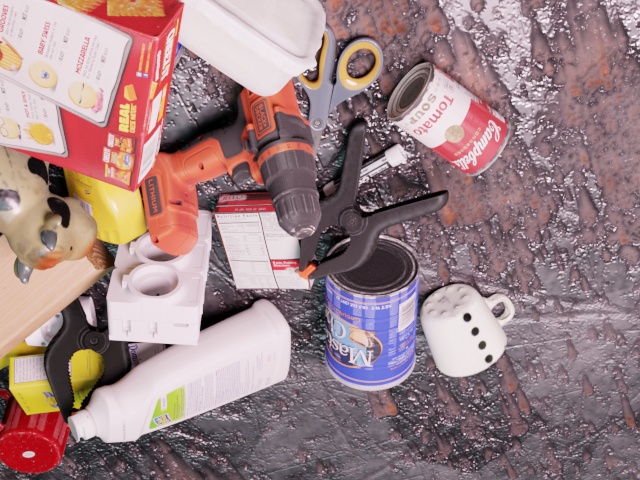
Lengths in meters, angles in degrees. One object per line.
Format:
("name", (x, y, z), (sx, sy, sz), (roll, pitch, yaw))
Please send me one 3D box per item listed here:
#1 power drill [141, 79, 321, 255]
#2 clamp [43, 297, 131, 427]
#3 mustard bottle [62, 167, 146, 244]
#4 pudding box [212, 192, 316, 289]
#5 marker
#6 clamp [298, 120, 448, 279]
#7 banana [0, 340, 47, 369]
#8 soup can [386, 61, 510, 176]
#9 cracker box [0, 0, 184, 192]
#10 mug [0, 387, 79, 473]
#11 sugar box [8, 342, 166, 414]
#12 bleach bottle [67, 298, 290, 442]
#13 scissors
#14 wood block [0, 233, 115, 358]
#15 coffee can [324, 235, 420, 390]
("power drill", (-0.085, -0.057, 1.021), (0.188, 0.184, 0.057), (-28, 149, 28))
("clamp", (-0.238, 0.104, 1.174), (0.164, 0.036, 0.210), (7, 93, -9))
("mustard bottle", (-0.222, -0.094, 1.041), (0.058, 0.096, 0.192), (-31, 135, -29))
("pudding box", (-0.057, 0.001, 1.138), (0.090, 0.039, 0.113), (0, 128, 16))
("marker", (0.033, -0.063, 1.103), (0.121, 0.020, 0.020), (-28, 123, 21))
("clamp", (0.045, -0.022, 1.079), (0.120, 0.039, 0.172), (34, 109, 6))
("banana", (-0.333, 0.128, 1.256), (0.198, 0.037, 0.069), (-14, 148, 14))
("soup can", (0.123, -0.117, 1.027), (0.102, 0.068, 0.069), (32, 123, -22))
("cracker box", (-0.232, -0.153, 0.899), (0.214, 0.072, 0.164), (20, 132, 3))
("mug", (-0.358, 0.223, 1.301), (0.093, 0.081, 0.117), (-37, 120, 26))
("sugar box", (-0.263, 0.160, 1.240), (0.176, 0.048, 0.093), (-5, 153, -3))
("bleach bottle", (-0.155, 0.153, 1.172), (0.250, 0.068, 0.103), (-20, 135, -27))
("scissors", (0.016, -0.126, 1.054), (0.096, 0.016, 0.202), (-3, 129, 3))
("wood block", (-0.324, 0.056, 1.104), (0.206, 0.090, 0.091), (-39, 90, 5))
("coffee can", (0.055, 0.079, 1.164), (0.103, 0.103, 0.140), (0, 129, 1))
